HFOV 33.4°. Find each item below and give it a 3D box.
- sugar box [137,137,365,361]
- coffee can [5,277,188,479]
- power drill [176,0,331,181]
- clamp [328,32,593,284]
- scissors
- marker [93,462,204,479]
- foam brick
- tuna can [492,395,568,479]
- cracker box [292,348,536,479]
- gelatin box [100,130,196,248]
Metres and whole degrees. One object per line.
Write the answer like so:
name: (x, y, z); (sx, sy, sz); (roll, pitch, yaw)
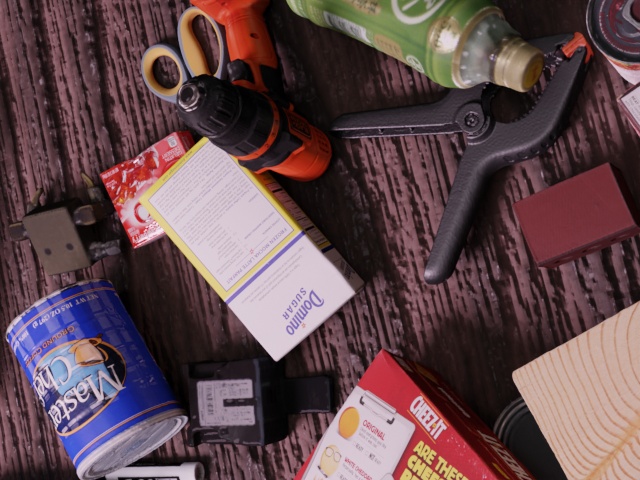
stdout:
sugar box: (-0.056, 0.001, 0.871); (0.093, 0.048, 0.176); (-41, 88, 17)
coffee can: (-0.191, 0.118, 0.913); (0.103, 0.102, 0.140); (-38, 74, 18)
power drill: (-0.069, -0.144, 0.837); (0.057, 0.184, 0.188); (-25, 69, 20)
clamp: (0.112, -0.091, 0.823); (0.210, 0.036, 0.165); (-45, 66, 12)
scissors: (-0.103, -0.104, 0.931); (0.096, 0.016, 0.202); (-15, 82, 24)
marker: (-0.159, 0.205, 0.940); (0.121, 0.020, 0.020); (-6, 86, 24)
foam brick: (0.188, -0.017, 0.777); (0.078, 0.052, 0.051); (-24, 79, 22)
tuna can: (0.171, 0.153, 0.788); (0.086, 0.033, 0.086); (-1, 87, 24)
cracker box: (0.049, 0.216, 0.787); (0.214, 0.072, 0.164); (-57, 38, 11)
gelatin box: (-0.138, -0.044, 0.929); (0.089, 0.030, 0.073); (-25, 89, 22)
